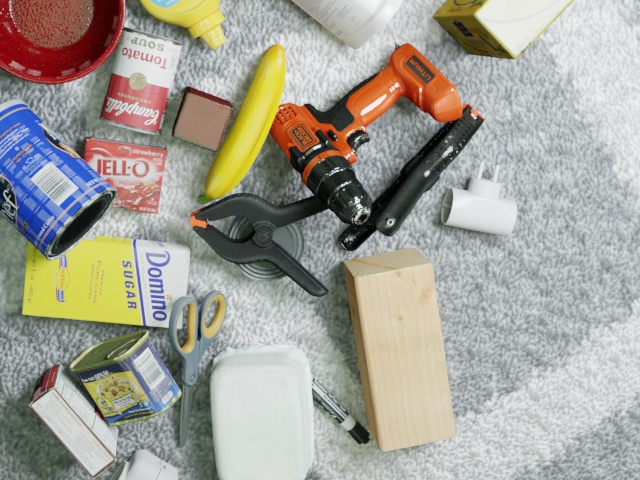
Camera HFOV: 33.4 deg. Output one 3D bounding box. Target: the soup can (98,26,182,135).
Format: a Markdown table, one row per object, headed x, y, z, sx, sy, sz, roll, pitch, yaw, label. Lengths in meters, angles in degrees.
| x | y | z | sx | sy | sz | roll | pitch | yaw | label |
| --- | --- | --- | --- | --- | --- | --- | --- | --- | --- |
| -0.192 | -0.170 | 1.141 | 0.068 | 0.068 | 0.102 | 14 | 98 | -10 | soup can |

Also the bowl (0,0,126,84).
| x | y | z | sx | sy | sz | roll | pitch | yaw | label |
| --- | --- | --- | --- | --- | --- | --- | --- | --- | --- |
| -0.285 | -0.246 | 1.121 | 0.162 | 0.055 | 0.162 | -1 | 101 | -7 | bowl |

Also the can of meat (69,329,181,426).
| x | y | z | sx | sy | sz | roll | pitch | yaw | label |
| --- | --- | --- | --- | --- | --- | --- | --- | --- | --- |
| -0.215 | 0.155 | 1.189 | 0.102 | 0.057 | 0.084 | -17 | 109 | 36 | can of meat |

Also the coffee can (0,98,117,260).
| x | y | z | sx | sy | sz | roll | pitch | yaw | label |
| --- | --- | --- | --- | --- | --- | --- | --- | --- | --- |
| -0.298 | -0.063 | 1.113 | 0.140 | 0.103 | 0.103 | 43 | 93 | 3 | coffee can |

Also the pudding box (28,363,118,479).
| x | y | z | sx | sy | sz | roll | pitch | yaw | label |
| --- | --- | --- | --- | --- | --- | --- | --- | --- | --- |
| -0.273 | 0.200 | 1.190 | 0.039 | 0.090 | 0.113 | -39 | 103 | 0 | pudding box |

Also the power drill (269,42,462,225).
| x | y | z | sx | sy | sz | roll | pitch | yaw | label |
| --- | --- | --- | --- | --- | --- | --- | --- | --- | --- |
| 0.055 | -0.118 | 1.142 | 0.187 | 0.185 | 0.057 | -32 | 145 | -7 | power drill |

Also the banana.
| x | y | z | sx | sy | sz | roll | pitch | yaw | label |
| --- | --- | --- | --- | --- | --- | --- | --- | --- | --- |
| -0.083 | -0.122 | 1.162 | 0.037 | 0.070 | 0.198 | 25 | 97 | -34 | banana |

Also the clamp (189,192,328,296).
| x | y | z | sx | sy | sz | roll | pitch | yaw | label |
| --- | --- | --- | --- | --- | --- | --- | --- | --- | --- |
| -0.058 | 0.001 | 1.170 | 0.171 | 0.039 | 0.120 | 2 | 96 | -1 | clamp |

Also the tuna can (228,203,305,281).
| x | y | z | sx | sy | sz | roll | pitch | yaw | label |
| --- | --- | --- | --- | --- | --- | --- | --- | --- | --- |
| -0.062 | 0.001 | 1.208 | 0.086 | 0.034 | 0.086 | -1 | 101 | -7 | tuna can |

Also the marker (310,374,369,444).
| x | y | z | sx | sy | sz | roll | pitch | yaw | label |
| --- | --- | --- | --- | --- | --- | --- | --- | --- | --- |
| 0.015 | 0.198 | 1.262 | 0.020 | 0.020 | 0.121 | -43 | 103 | 2 | marker |

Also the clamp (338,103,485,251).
| x | y | z | sx | sy | sz | roll | pitch | yaw | label |
| --- | --- | --- | --- | --- | --- | --- | --- | --- | --- |
| 0.108 | -0.069 | 1.165 | 0.036 | 0.165 | 0.210 | 44 | 83 | -7 | clamp |

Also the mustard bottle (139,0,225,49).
| x | y | z | sx | sy | sz | roll | pitch | yaw | label |
| --- | --- | --- | --- | --- | --- | --- | --- | --- | --- |
| -0.157 | -0.289 | 1.128 | 0.096 | 0.058 | 0.191 | -31 | 103 | 1 | mustard bottle |

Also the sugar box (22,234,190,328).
| x | y | z | sx | sy | sz | roll | pitch | yaw | label |
| --- | --- | --- | --- | --- | --- | --- | --- | --- | --- |
| -0.237 | 0.043 | 1.188 | 0.176 | 0.048 | 0.093 | 6 | 100 | -7 | sugar box |

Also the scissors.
| x | y | z | sx | sy | sz | roll | pitch | yaw | label |
| --- | --- | --- | --- | --- | --- | --- | --- | --- | --- |
| -0.138 | 0.140 | 1.227 | 0.096 | 0.016 | 0.202 | -38 | 139 | -40 | scissors |

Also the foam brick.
| x | y | z | sx | sy | sz | roll | pitch | yaw | label |
| --- | --- | --- | --- | --- | --- | --- | --- | --- | --- |
| -0.128 | -0.131 | 1.152 | 0.051 | 0.078 | 0.053 | 19 | 100 | -11 | foam brick |

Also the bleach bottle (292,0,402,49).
| x | y | z | sx | sy | sz | roll | pitch | yaw | label |
| --- | --- | --- | --- | --- | --- | --- | --- | --- | --- |
| -0.033 | -0.307 | 1.119 | 0.250 | 0.103 | 0.068 | 35 | 65 | -12 | bleach bottle |

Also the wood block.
| x | y | z | sx | sy | sz | roll | pitch | yaw | label |
| --- | --- | --- | --- | --- | --- | --- | --- | --- | --- |
| 0.089 | 0.123 | 1.221 | 0.090 | 0.091 | 0.206 | -10 | 102 | -5 | wood block |

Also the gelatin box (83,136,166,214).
| x | y | z | sx | sy | sz | roll | pitch | yaw | label |
| --- | --- | --- | --- | --- | --- | --- | --- | --- | --- |
| -0.218 | -0.072 | 1.176 | 0.089 | 0.030 | 0.073 | 8 | 99 | -9 | gelatin box |
